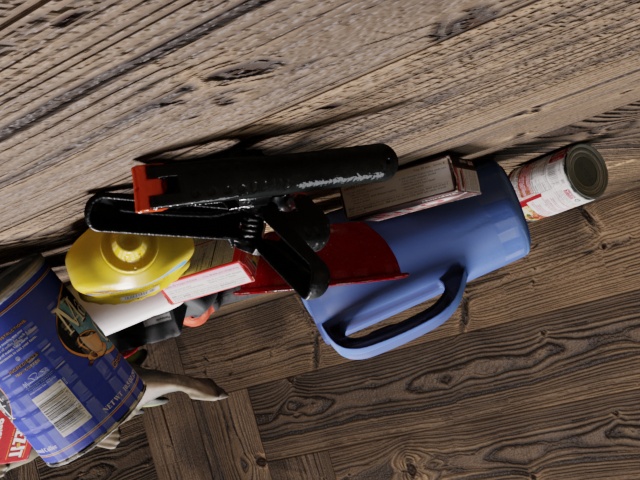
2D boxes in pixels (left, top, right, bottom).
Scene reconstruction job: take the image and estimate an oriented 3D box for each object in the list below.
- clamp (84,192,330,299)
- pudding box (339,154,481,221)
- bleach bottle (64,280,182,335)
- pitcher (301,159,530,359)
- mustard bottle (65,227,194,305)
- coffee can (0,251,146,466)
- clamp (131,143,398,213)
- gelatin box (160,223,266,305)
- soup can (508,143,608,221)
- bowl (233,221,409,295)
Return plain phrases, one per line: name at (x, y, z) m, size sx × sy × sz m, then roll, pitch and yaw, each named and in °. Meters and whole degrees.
clamp at (-0.040, -0.007, 0.737) m, size 0.165 × 0.036 × 0.209 m, roll 20°, pitch -166°, yaw 20°
pudding box at (0.085, -0.047, 1.005) m, size 0.114 × 0.039 × 0.090 m, roll -17°, pitch 176°, yaw 22°
bleach bottle at (-0.248, 0.080, 0.947) m, size 0.250 × 0.068 × 0.103 m, roll -27°, pitch -176°, yaw -33°
pitcher at (0.092, 0.015, 1.109) m, size 0.243 × 0.149 × 0.145 m, roll -21°, pitch -175°, yaw 3°
mustard bottle at (-0.145, 0.012, 0.816) m, size 0.096 × 0.058 × 0.192 m, roll -16°, pitch 176°, yaw -11°
coffee can at (-0.223, 0.095, 0.857) m, size 0.103 × 0.140 × 0.103 m, roll -33°, pitch -165°, yaw 10°
clamp at (-0.036, -0.039, 0.662) m, size 0.120 × 0.039 × 0.171 m, roll -13°, pitch 180°, yaw 38°
gelatin box at (-0.095, 0.014, 0.941) m, size 0.089 × 0.030 × 0.073 m, roll -18°, pitch -142°, yaw 23°
soup can at (0.272, -0.067, 1.234) m, size 0.068 × 0.068 × 0.102 m, roll -13°, pitch 174°, yaw -34°
bowl at (-0.002, 0.015, 0.972) m, size 0.162 × 0.055 × 0.162 m, roll -6°, pitch 179°, yaw 0°
